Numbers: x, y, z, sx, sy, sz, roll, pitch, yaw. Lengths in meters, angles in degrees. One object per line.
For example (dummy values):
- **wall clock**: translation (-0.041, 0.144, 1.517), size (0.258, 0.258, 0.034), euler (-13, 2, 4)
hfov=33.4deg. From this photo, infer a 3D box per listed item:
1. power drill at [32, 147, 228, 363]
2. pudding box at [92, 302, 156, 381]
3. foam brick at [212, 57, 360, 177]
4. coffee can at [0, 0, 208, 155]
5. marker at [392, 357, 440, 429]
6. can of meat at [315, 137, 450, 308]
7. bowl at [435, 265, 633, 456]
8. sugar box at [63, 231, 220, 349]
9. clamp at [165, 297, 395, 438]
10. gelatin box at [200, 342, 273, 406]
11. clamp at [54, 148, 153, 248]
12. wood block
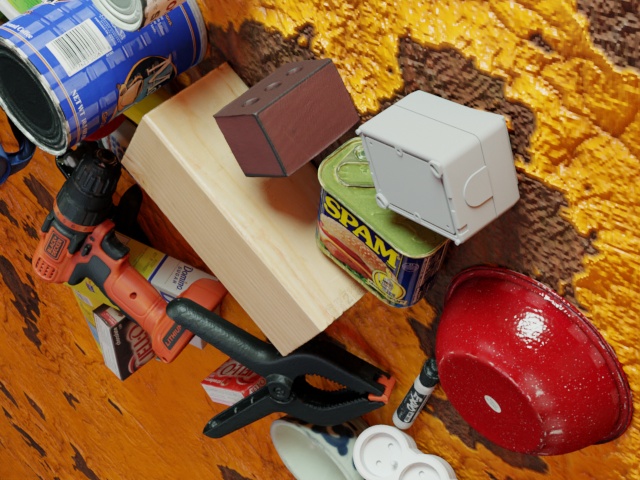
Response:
- **power drill**: translation (-0.182, 0.018, 1.029), size (0.187, 0.057, 0.185), euler (40, 134, 2)
- **pudding box**: translation (-0.209, 0.097, 1.218), size (0.039, 0.089, 0.113), euler (36, 149, 27)
- **foam brick**: translation (-0.022, -0.085, 0.735), size (0.053, 0.078, 0.051), euler (4, 128, 51)
- **coffee can**: translation (-0.171, -0.145, 0.812), size (0.103, 0.140, 0.103), euler (36, 150, 25)
- **marker**: translation (0.083, 0.130, 0.906), size (0.020, 0.020, 0.121), euler (42, 152, 14)
- **can of meat**: translation (0.044, -0.010, 0.754), size (0.102, 0.057, 0.084), euler (41, 154, 19)
- **bowl**: translation (0.135, 0.098, 0.752), size (0.162, 0.055, 0.162), euler (35, 149, 25)
- **sugar box**: translation (-0.192, 0.044, 1.128), size (0.176, 0.048, 0.093), euler (25, 147, 13)
- **clamp**: translation (-0.038, 0.118, 0.963), size (0.210, 0.036, 0.164), euler (-3, 124, 25)
- **gelatin box**: translation (-0.069, 0.135, 1.077), size (0.089, 0.073, 0.030), euler (-1, 124, 56)
- **clamp**: translation (-0.228, -0.026, 1.151), size (0.120, 0.039, 0.171), euler (38, 150, 25)
- **wood block**: translation (-0.050, -0.023, 0.839), size (0.206, 0.090, 0.091), euler (50, 152, 1)
